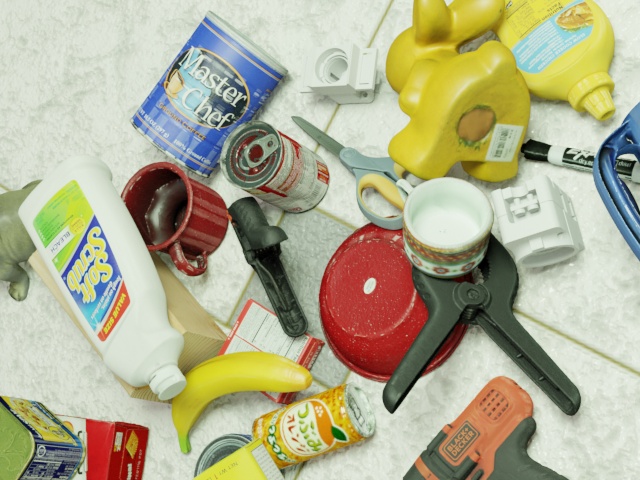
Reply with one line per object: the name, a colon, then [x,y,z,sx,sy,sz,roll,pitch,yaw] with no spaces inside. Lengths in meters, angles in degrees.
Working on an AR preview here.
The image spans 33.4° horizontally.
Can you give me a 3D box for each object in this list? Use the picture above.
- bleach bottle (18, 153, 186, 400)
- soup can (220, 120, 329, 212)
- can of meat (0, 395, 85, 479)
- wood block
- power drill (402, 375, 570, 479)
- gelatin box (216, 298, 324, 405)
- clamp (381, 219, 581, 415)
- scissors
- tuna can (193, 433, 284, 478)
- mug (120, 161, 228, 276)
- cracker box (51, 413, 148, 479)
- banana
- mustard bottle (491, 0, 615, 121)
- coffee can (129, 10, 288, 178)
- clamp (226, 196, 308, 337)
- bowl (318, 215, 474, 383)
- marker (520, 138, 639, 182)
bleach bottle: [-0.194,0.039,1.020,0.103,0.068,0.251,-42,64,12]
soup can: [-0.042,-0.070,1.045,0.069,0.102,0.068,-7,74,27]
can of meat: [-0.292,0.194,1.044,0.102,0.083,0.057,34,94,30]
wood block: [-0.199,0.064,1.104,0.090,0.090,0.206,-49,61,8]
power drill: [0.155,0.234,0.889,0.188,0.057,0.184,43,99,30]
gelatin box: [-0.050,0.109,1.047,0.089,0.030,0.073,29,91,30]
clamp: [0.119,0.060,0.914,0.164,0.036,0.210,-4,57,-11]
scissors: [0.049,-0.084,1.044,0.096,0.016,0.202,-24,47,-7]
tuna can: [-0.080,0.230,1.031,0.086,0.033,0.086,-7,74,27]
mug: [-0.144,-0.016,1.099,0.093,0.081,0.117,-31,65,19]
cracker box: [-0.292,0.262,1.118,0.214,0.072,0.164,2,79,28]
banana: [-0.088,0.142,1.027,0.198,0.037,0.069,-33,98,39]
mustard bottle: [0.208,-0.185,0.962,0.096,0.058,0.192,-36,63,18]
coffee can: [-0.115,-0.151,1.104,0.103,0.102,0.140,42,99,30]
clamp: [-0.057,0.001,1.028,0.039,0.120,0.172,-17,42,-17]
bowl: [0.058,0.049,0.989,0.162,0.055,0.162,-8,74,27]
marker: [0.234,-0.071,0.943,0.121,0.020,0.020,16,85,31]
